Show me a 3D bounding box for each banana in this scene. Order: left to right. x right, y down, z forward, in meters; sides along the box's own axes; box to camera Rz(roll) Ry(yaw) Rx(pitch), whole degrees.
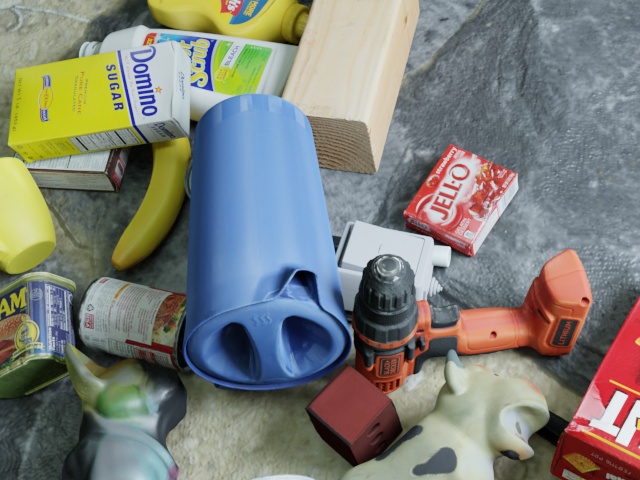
[{"bbox_3d":[-0.164,-0.059,1.056,0.069,0.037,0.198,-1,64,1],"label":"banana"}]

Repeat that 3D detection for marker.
[{"bbox_3d":[0.059,0.009,0.985,0.121,0.020,0.020,6,61,15],"label":"marker"}]

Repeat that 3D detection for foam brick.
[{"bbox_3d":[0.028,0.147,0.876,0.051,0.078,0.053,37,75,26],"label":"foam brick"}]

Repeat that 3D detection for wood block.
[{"bbox_3d":[0.032,-0.179,1.058,0.090,0.091,0.206,9,62,15],"label":"wood block"}]

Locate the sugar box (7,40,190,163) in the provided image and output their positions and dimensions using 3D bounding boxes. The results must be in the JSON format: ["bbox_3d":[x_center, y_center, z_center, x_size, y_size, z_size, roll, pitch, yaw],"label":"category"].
[{"bbox_3d":[-0.217,-0.137,1.053,0.176,0.048,0.093,-9,65,15],"label":"sugar box"}]

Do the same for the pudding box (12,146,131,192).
[{"bbox_3d":[-0.253,-0.098,1.100,0.114,0.039,0.090,3,62,16],"label":"pudding box"}]

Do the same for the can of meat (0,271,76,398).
[{"bbox_3d":[-0.268,0.089,0.968,0.102,0.057,0.084,-27,58,28],"label":"can of meat"}]

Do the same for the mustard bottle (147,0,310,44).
[{"bbox_3d":[-0.084,-0.251,1.142,0.192,0.058,0.096,23,64,22],"label":"mustard bottle"}]

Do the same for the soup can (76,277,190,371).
[{"bbox_3d":[-0.159,0.075,0.962,0.102,0.068,0.068,11,63,18],"label":"soup can"}]

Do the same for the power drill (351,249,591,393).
[{"bbox_3d":[0.117,0.057,0.861,0.187,0.184,0.057,-8,59,-4],"label":"power drill"}]

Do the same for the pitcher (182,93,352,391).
[{"bbox_3d":[-0.056,0.001,0.912,0.149,0.145,0.243,-18,51,16],"label":"pitcher"}]

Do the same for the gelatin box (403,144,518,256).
[{"bbox_3d":[0.130,-0.037,0.991,0.073,0.030,0.089,27,68,24],"label":"gelatin box"}]

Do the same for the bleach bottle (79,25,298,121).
[{"bbox_3d":[-0.141,-0.168,1.105,0.251,0.068,0.102,12,64,20],"label":"bleach bottle"}]
